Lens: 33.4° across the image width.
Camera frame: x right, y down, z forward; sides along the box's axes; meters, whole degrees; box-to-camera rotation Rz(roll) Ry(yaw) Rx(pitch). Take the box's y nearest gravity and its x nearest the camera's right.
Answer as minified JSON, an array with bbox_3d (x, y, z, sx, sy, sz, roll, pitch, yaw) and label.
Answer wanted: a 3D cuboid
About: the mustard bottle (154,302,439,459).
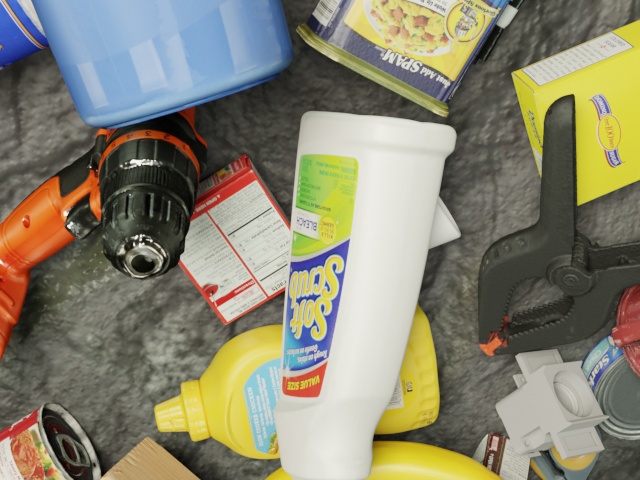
[{"bbox_3d":[-0.018,0.101,0.731,0.191,0.058,0.096,-12,120,-6],"label":"mustard bottle"}]

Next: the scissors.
[{"bbox_3d":[0.215,0.202,0.858,0.096,0.016,0.201,-44,117,13],"label":"scissors"}]

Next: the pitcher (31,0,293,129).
[{"bbox_3d":[-0.102,-0.176,0.482,0.149,0.145,0.243,-19,102,-10],"label":"pitcher"}]

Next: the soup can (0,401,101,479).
[{"bbox_3d":[-0.208,0.163,0.716,0.102,0.068,0.068,-31,119,5],"label":"soup can"}]

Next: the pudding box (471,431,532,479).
[{"bbox_3d":[0.113,0.210,0.790,0.039,0.090,0.114,25,118,3],"label":"pudding box"}]

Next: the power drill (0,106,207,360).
[{"bbox_3d":[-0.141,-0.002,0.591,0.188,0.184,0.057,-36,119,18],"label":"power drill"}]

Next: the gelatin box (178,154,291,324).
[{"bbox_3d":[-0.054,0.001,0.688,0.073,0.030,0.089,-32,119,3],"label":"gelatin box"}]

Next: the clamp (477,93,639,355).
[{"bbox_3d":[0.159,0.006,0.689,0.164,0.036,0.210,37,134,-11],"label":"clamp"}]

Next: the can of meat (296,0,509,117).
[{"bbox_3d":[0.051,-0.134,0.626,0.102,0.057,0.084,24,107,-23],"label":"can of meat"}]

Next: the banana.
[{"bbox_3d":[0.026,0.171,0.728,0.198,0.037,0.069,-18,97,7],"label":"banana"}]

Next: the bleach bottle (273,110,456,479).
[{"bbox_3d":[0.018,0.051,0.646,0.067,0.103,0.251,3,96,-33],"label":"bleach bottle"}]
